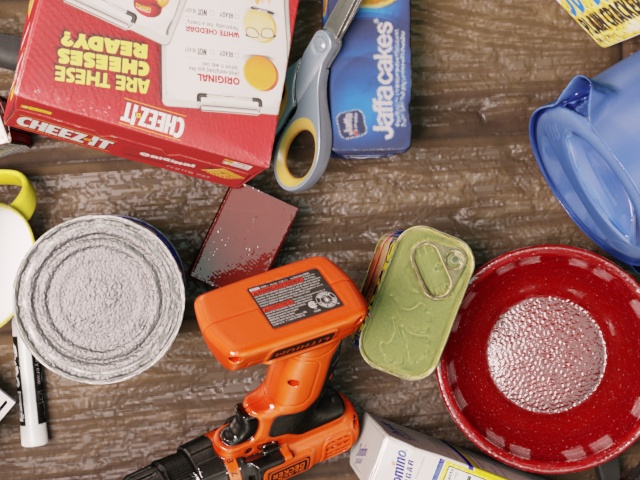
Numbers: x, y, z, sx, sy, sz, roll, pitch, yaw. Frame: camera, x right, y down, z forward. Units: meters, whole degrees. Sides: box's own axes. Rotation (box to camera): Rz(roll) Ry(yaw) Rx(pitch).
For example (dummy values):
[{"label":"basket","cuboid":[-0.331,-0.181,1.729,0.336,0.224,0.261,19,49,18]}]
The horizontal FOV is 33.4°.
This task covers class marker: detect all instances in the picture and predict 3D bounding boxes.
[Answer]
[{"label":"marker","cuboid":[-0.208,0.085,0.759,0.020,0.020,0.121,-5,92,-7]}]

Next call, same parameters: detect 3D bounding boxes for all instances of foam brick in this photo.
[{"label":"foam brick","cuboid":[-0.055,0.001,0.758,0.051,0.053,0.078,26,89,-7]}]

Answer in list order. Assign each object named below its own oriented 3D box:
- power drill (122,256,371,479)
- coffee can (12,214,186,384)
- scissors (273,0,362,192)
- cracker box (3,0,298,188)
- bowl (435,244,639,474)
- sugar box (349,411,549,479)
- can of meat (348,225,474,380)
[{"label":"power drill","cuboid":[-0.048,0.104,0.693,0.184,0.188,0.057,-19,53,-27]},{"label":"coffee can","cuboid":[-0.140,0.034,0.704,0.102,0.140,0.103,0,91,-7]},{"label":"scissors","cuboid":[0.008,-0.112,0.718,0.202,0.016,0.096,-42,68,33]},{"label":"cracker box","cuboid":[-0.102,-0.159,0.703,0.164,0.072,0.213,15,73,-19]},{"label":"bowl","cuboid":[0.165,0.084,0.773,0.162,0.055,0.162,0,87,9]},{"label":"sugar box","cuboid":[0.111,0.178,0.762,0.176,0.093,0.048,19,89,-6]},{"label":"can of meat","cuboid":[0.060,0.041,0.757,0.057,0.084,0.102,21,89,-7]}]
